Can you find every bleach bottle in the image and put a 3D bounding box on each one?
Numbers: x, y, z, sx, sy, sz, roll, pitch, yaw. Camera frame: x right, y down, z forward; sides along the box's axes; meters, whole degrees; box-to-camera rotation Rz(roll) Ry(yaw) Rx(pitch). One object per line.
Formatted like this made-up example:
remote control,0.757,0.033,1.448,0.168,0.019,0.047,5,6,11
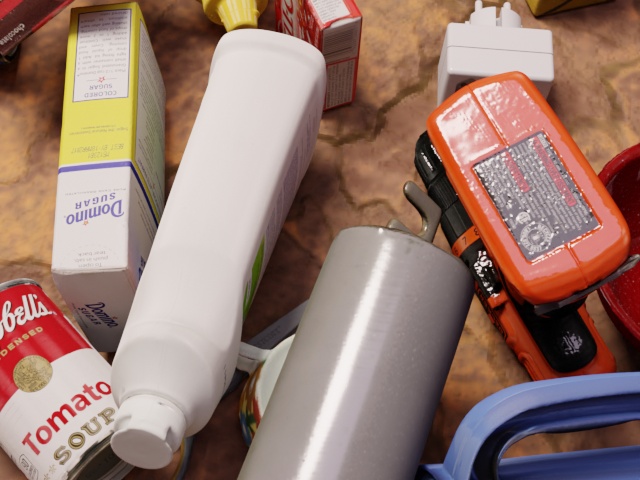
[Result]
bleach bottle,-0.054,0.001,0.545,0.068,0.103,0.250,12,44,3

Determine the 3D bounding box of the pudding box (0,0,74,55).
pudding box,-0.143,-0.164,0.617,0.039,0.090,0.113,50,35,-21

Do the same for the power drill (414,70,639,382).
power drill,0.097,-0.012,0.549,0.057,0.187,0.184,-30,70,1

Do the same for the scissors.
scissors,-0.074,0.070,0.594,0.096,0.016,0.201,33,66,14

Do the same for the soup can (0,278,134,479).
soup can,-0.138,0.078,0.539,0.068,0.068,0.102,-40,71,-20

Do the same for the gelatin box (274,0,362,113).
gelatin box,-0.004,-0.133,0.660,0.030,0.089,0.073,-20,65,-12

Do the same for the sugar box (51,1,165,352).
sugar box,-0.115,-0.036,0.597,0.048,0.093,0.176,-3,59,3
